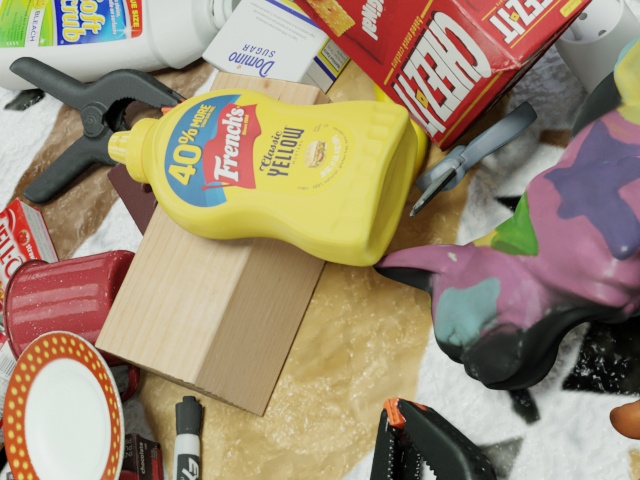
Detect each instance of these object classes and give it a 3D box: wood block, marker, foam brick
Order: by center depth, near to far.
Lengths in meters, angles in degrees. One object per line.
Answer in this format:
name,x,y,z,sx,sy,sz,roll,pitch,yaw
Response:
marker,-0.090,0.163,0.712,0.020,0.020,0.121,-13,63,25
wood block,-0.055,0.001,0.722,0.090,0.090,0.206,14,77,34
foam brick,-0.112,-0.032,0.795,0.053,0.051,0.078,-43,54,7

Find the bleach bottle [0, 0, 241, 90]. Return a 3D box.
bleach bottle,-0.173,-0.186,0.896,0.251,0.068,0.102,-2,69,27

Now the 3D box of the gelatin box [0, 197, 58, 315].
gelatin box,-0.252,0.020,0.866,0.073,0.030,0.089,-37,55,10

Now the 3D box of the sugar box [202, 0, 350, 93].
sugar box,-0.001,-0.183,0.803,0.093,0.048,0.176,36,91,34

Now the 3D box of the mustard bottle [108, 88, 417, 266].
mustard bottle,-0.044,-0.045,0.644,0.192,0.058,0.096,10,68,23

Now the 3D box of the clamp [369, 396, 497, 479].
clamp,0.061,0.186,0.589,0.165,0.036,0.210,-47,40,28

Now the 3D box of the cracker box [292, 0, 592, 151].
cracker box,0.038,-0.167,0.638,0.072,0.164,0.214,-43,87,-13

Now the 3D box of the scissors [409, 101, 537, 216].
scissors,0.089,-0.050,0.614,0.096,0.201,0.016,-36,92,7

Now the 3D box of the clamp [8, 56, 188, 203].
clamp,-0.181,-0.104,0.858,0.172,0.039,0.120,-13,97,22

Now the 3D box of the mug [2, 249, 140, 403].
mug,-0.163,0.064,0.767,0.082,0.093,0.117,-11,94,21

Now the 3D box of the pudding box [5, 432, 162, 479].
pudding box,-0.160,0.191,0.728,0.114,0.039,0.090,-21,59,21
